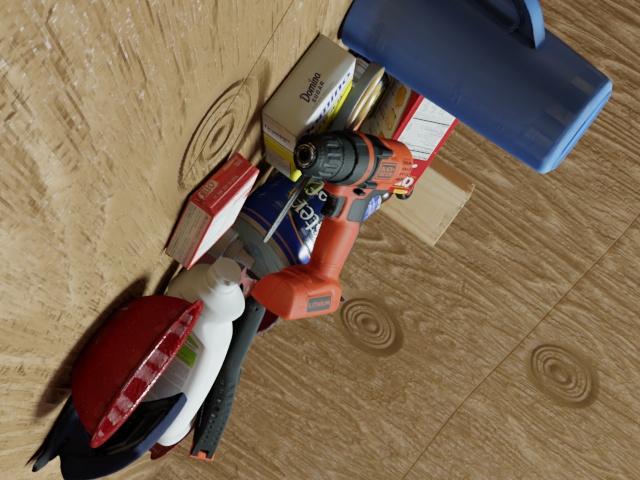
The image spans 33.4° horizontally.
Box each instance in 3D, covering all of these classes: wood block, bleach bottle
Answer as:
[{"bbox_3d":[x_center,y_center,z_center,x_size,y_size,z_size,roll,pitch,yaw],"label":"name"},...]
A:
[{"bbox_3d":[0.099,-0.094,1.456,0.090,0.206,0.090,-55,176,18],"label":"wood block"},{"bbox_3d":[-0.136,0.109,1.103,0.068,0.102,0.251,-47,175,-48],"label":"bleach bottle"}]

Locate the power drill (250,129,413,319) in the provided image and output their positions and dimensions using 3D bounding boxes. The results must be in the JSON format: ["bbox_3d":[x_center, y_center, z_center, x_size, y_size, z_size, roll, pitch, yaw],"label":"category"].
[{"bbox_3d":[0.004,-0.017,1.012,0.184,0.057,0.188,-2,123,-58],"label":"power drill"}]

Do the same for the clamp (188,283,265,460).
[{"bbox_3d":[-0.110,0.143,1.211,0.165,0.036,0.210,-132,-122,-74],"label":"clamp"}]

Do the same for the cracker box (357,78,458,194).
[{"bbox_3d":[0.108,-0.182,1.219,0.214,0.072,0.164,121,-30,-46],"label":"cracker box"}]

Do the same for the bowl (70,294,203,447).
[{"bbox_3d":[-0.173,0.104,0.954,0.162,0.055,0.162,-54,177,-5],"label":"bowl"}]

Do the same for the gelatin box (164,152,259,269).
[{"bbox_3d":[-0.096,-0.026,0.939,0.073,0.030,0.089,-49,174,-40],"label":"gelatin box"}]

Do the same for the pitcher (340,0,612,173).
[{"bbox_3d":[0.151,-0.180,1.004,0.145,0.243,0.149,-54,169,10],"label":"pitcher"}]

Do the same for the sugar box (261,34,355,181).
[{"bbox_3d":[-0.012,-0.121,1.016,0.093,0.048,0.176,-53,178,-8],"label":"sugar box"}]

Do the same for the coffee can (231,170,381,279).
[{"bbox_3d":[-0.019,-0.030,1.136,0.140,0.103,0.103,-41,172,-22],"label":"coffee can"}]

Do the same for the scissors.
[{"bbox_3d":[0.008,-0.088,1.047,0.202,0.016,0.096,-57,173,18],"label":"scissors"}]
